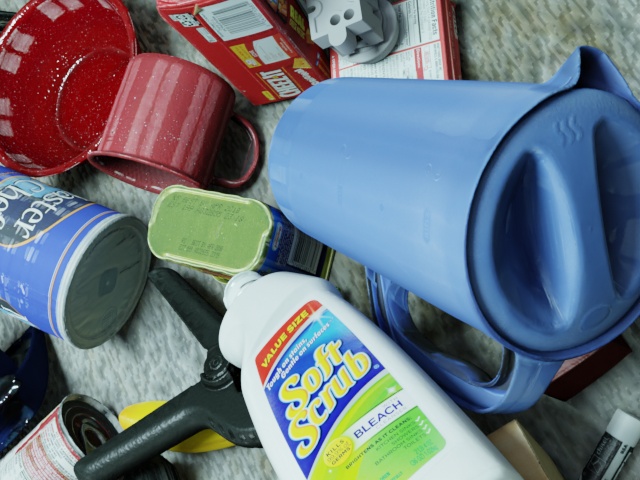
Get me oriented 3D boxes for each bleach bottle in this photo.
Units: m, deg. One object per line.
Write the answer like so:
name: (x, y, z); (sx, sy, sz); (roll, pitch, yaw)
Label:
bleach bottle: (0.003, 0.090, 0.571); (0.102, 0.068, 0.251); (-41, 38, -5)

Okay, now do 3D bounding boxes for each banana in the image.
banana: (-0.056, 0.107, 0.732); (0.198, 0.037, 0.069); (-31, 46, 18)

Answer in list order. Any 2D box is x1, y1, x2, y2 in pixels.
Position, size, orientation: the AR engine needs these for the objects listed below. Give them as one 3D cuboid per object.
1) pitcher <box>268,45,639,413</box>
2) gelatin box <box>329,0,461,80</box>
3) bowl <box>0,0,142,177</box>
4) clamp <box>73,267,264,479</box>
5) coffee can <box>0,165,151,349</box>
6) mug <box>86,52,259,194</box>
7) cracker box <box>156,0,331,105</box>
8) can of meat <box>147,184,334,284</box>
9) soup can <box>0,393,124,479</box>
pitcher: (0.065, -0.019, 0.598); (0.149, 0.145, 0.243); (-41, 27, -15)
gelatin box: (0.051, -0.122, 0.730); (0.089, 0.030, 0.073); (-12, 71, 27)
bowl: (-0.195, -0.122, 0.853); (0.162, 0.055, 0.162); (-8, 74, 28)
clamp: (-0.065, 0.096, 0.689); (0.210, 0.036, 0.164); (4, 61, 37)
coffee can: (-0.212, 0.008, 0.788); (0.140, 0.102, 0.103); (21, 88, 20)
mug: (-0.099, -0.078, 0.767); (0.117, 0.093, 0.081); (19, 79, -12)
cracker box: (-0.055, -0.223, 0.732); (0.072, 0.164, 0.214); (-10, 73, 17)
can of meat: (-0.055, 0.001, 0.727); (0.102, 0.083, 0.057); (11, 83, 31)
soup can: (-0.195, 0.168, 0.774); (0.102, 0.068, 0.068); (-41, 62, 15)
